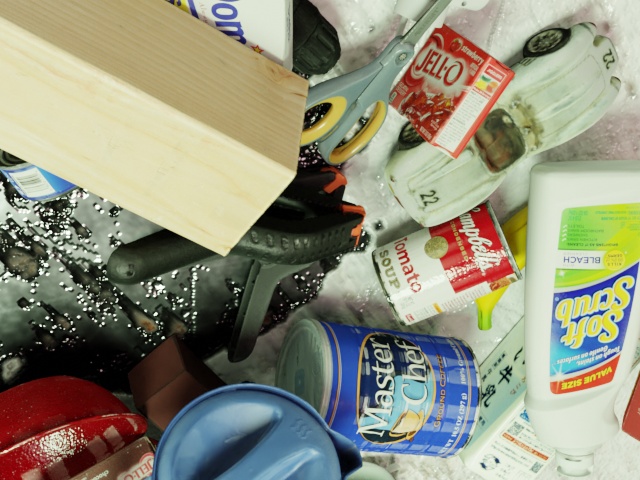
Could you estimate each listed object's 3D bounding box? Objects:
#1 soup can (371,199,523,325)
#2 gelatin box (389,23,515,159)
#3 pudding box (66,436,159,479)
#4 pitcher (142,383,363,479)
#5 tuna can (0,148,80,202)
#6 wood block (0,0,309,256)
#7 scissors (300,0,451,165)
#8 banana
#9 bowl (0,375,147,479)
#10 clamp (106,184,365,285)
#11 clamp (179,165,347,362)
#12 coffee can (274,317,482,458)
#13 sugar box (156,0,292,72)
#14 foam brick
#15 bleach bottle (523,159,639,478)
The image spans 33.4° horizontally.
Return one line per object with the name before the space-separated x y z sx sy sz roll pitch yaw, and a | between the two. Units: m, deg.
soup can | 0.099 0.019 0.842 0.102 0.068 0.068 -23 123 10
gelatin box | 0.091 -0.110 0.767 0.030 0.089 0.073 26 106 -29
pudding box | -0.167 0.203 0.859 0.113 0.039 0.090 -28 161 0
pitcher | -0.072 0.218 0.823 0.149 0.144 0.243 27 149 9
tuna can | -0.172 -0.065 0.708 0.086 0.086 0.033 -32 124 0
wood block | -0.120 -0.088 0.628 0.206 0.090 0.090 27 132 -20
scissors | 0.036 -0.125 0.738 0.096 0.016 0.202 -6 143 -35
banana | 0.193 -0.008 0.891 0.198 0.037 0.069 -39 136 6
bowl | -0.214 0.147 0.802 0.162 0.055 0.162 -24 159 -10
clamp | -0.064 -0.011 0.722 0.209 0.165 0.036 6 117 -19
clamp | -0.055 0.001 0.811 0.120 0.039 0.171 36 94 -29
coffee can | 0.045 0.122 0.871 0.140 0.103 0.103 9 114 -23
sugar box | -0.106 -0.142 0.669 0.176 0.048 0.093 5 134 6
foam brick | -0.109 0.126 0.853 0.051 0.053 0.078 -38 122 4
bleach bottle | 0.213 0.065 0.843 0.102 0.068 0.251 -2 102 -2
